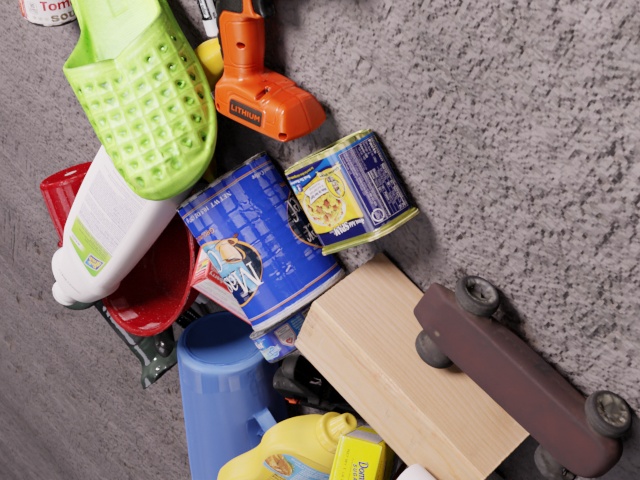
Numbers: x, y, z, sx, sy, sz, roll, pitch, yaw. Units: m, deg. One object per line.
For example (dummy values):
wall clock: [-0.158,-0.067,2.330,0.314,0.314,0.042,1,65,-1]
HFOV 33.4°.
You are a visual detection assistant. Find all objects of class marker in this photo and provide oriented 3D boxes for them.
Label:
marker: [-0.109,-0.239,0.937,0.020,0.020,0.121,15,131,47]

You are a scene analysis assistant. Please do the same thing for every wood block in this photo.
wood block: [0.084,0.124,0.949,0.206,0.090,0.090,45,149,15]

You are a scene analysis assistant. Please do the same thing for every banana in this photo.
banana: [-0.113,-0.129,1.036,0.070,0.037,0.198,21,141,12]

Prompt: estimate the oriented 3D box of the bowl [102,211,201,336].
bowl: [-0.169,0.020,1.129,0.162,0.055,0.162,-1,89,42]

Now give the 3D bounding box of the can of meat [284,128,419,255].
can of meat: [0.023,-0.042,0.909,0.102,0.057,0.084,-19,102,57]

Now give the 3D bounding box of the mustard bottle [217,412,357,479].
mustard bottle: [-0.023,0.230,1.107,0.096,0.058,0.192,29,132,-18]

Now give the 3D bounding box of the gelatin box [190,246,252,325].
gelatin box: [-0.083,0.033,1.074,0.089,0.073,0.030,36,136,-29]

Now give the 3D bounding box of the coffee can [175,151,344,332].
coffee can: [-0.057,0.001,1.013,0.140,0.102,0.103,57,149,-2]

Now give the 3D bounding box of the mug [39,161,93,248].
mug: [-0.281,-0.047,1.296,0.117,0.093,0.081,-6,112,33]

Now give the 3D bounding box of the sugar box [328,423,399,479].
sugar box: [0.043,0.228,1.023,0.048,0.093,0.176,13,178,14]

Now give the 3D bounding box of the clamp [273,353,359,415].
clamp: [0.000,0.150,1.087,0.164,0.036,0.210,27,164,-24]

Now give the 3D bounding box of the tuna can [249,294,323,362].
tuna can: [-0.027,0.085,1.068,0.034,0.086,0.086,55,149,-4]

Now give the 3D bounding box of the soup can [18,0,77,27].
soup can: [-0.280,-0.278,1.086,0.069,0.068,0.102,35,144,29]

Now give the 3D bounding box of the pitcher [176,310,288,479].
pitcher: [-0.091,0.209,1.238,0.149,0.145,0.243,2,126,9]

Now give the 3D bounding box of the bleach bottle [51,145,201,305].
bleach bottle: [-0.214,-0.022,1.079,0.102,0.067,0.251,51,128,11]

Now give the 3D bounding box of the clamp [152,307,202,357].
clamp: [-0.193,0.074,1.274,0.039,0.120,0.171,-46,76,14]

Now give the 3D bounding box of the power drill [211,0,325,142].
power drill: [-0.042,-0.178,0.870,0.185,0.057,0.188,30,138,41]
